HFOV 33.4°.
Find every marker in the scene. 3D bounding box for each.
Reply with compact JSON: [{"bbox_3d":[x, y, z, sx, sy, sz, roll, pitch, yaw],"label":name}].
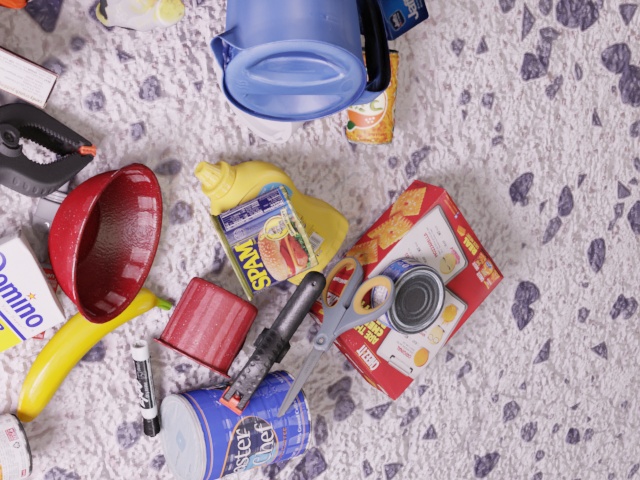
[{"bbox_3d":[-0.188,0.162,1.153,0.020,0.020,0.121,-20,123,-29],"label":"marker"}]

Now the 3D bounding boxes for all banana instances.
[{"bbox_3d":[-0.239,0.105,1.096,0.197,0.037,0.069,-38,123,-19],"label":"banana"}]

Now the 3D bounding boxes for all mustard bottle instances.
[{"bbox_3d":[-0.062,-0.032,1.160,0.191,0.058,0.096,34,99,-37],"label":"mustard bottle"}]

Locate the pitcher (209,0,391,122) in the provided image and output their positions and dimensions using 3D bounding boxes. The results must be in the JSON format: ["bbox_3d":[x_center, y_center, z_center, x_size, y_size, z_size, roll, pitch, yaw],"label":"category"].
[{"bbox_3d":[-0.019,-0.242,1.019,0.149,0.145,0.243,58,26,-62],"label":"pitcher"}]

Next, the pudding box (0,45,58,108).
[{"bbox_3d":[-0.298,-0.159,0.936,0.113,0.090,0.039,21,93,-37],"label":"pudding box"}]

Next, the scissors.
[{"bbox_3d":[0.022,0.108,1.175,0.016,0.096,0.201,56,44,-52],"label":"scissors"}]

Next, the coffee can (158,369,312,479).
[{"bbox_3d":[-0.095,0.207,1.187,0.140,0.103,0.103,-9,110,-33],"label":"coffee can"}]

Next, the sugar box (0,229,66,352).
[{"bbox_3d":[-0.334,0.070,0.980,0.176,0.048,0.093,-27,107,-8],"label":"sugar box"}]

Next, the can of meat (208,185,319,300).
[{"bbox_3d":[-0.057,0.001,1.110,0.084,0.057,0.102,-25,131,-3],"label":"can of meat"}]

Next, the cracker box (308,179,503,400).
[{"bbox_3d":[0.102,0.059,1.297,0.213,0.072,0.164,-46,123,-12],"label":"cracker box"}]

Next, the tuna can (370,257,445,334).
[{"bbox_3d":[0.102,0.065,1.232,0.086,0.034,0.086,-10,109,-29],"label":"tuna can"}]

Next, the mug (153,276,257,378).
[{"bbox_3d":[-0.114,0.095,1.153,0.117,0.093,0.081,38,77,-54],"label":"mug"}]

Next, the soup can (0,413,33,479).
[{"bbox_3d":[-0.341,0.215,1.041,0.102,0.069,0.068,-15,113,-31],"label":"soup can"}]

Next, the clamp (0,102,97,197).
[{"bbox_3d":[-0.297,-0.094,0.964,0.209,0.036,0.164,-7,71,-52],"label":"clamp"}]

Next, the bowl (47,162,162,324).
[{"bbox_3d":[-0.216,-0.003,1.039,0.162,0.055,0.162,16,90,-72],"label":"bowl"}]

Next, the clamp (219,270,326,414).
[{"bbox_3d":[-0.047,0.105,1.141,0.039,0.120,0.171,29,66,5],"label":"clamp"}]
